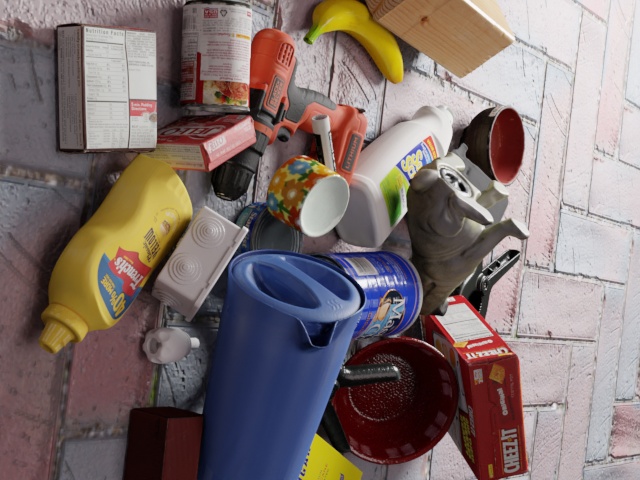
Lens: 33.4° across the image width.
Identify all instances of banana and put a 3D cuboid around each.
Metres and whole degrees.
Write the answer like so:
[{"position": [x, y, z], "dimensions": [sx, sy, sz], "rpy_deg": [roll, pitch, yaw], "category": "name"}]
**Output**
[{"position": [0.045, -0.240, 1.250], "dimensions": [0.197, 0.037, 0.070], "rpy_deg": [12, 102, -52], "category": "banana"}]

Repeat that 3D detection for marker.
[{"position": [0.007, -0.076, 1.140], "dimensions": [0.020, 0.020, 0.121], "rpy_deg": [-39, 131, -43], "category": "marker"}]

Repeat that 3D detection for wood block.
[{"position": [0.141, -0.286, 1.298], "dimensions": [0.205, 0.091, 0.090], "rpy_deg": [20, 43, -53], "category": "wood block"}]

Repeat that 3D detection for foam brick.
[{"position": [-0.150, 0.203, 1.027], "dimensions": [0.051, 0.053, 0.078], "rpy_deg": [9, 88, -53], "category": "foam brick"}]

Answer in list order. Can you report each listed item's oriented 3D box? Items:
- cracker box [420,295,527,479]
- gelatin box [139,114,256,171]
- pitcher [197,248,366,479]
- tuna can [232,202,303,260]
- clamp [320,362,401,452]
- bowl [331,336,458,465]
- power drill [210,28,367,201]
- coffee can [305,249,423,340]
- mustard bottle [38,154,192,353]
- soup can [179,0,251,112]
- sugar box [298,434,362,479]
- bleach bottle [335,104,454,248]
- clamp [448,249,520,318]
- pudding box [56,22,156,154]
[{"position": [0.194, 0.182, 1.363], "dimensions": [0.072, 0.214, 0.164], "rpy_deg": [-11, 108, -8], "category": "cracker box"}, {"position": [-0.117, -0.093, 1.004], "dimensions": [0.073, 0.089, 0.030], "rpy_deg": [-37, 122, -44], "category": "gelatin box"}, {"position": [-0.052, 0.134, 1.053], "dimensions": [0.149, 0.145, 0.243], "rpy_deg": [-33, 143, -60], "category": "pitcher"}, {"position": [-0.057, 0.001, 1.141], "dimensions": [0.085, 0.034, 0.086], "rpy_deg": [-9, 102, -52], "category": "tuna can"}, {"position": [0.002, 0.175, 1.214], "dimensions": [0.171, 0.039, 0.120], "rpy_deg": [22, 93, -29], "category": "clamp"}, {"position": [0.083, 0.187, 1.295], "dimensions": [0.162, 0.055, 0.162], "rpy_deg": [-3, 103, -12], "category": "bowl"}, {"position": [-0.032, -0.109, 1.142], "dimensions": [0.187, 0.057, 0.184], "rpy_deg": [27, 79, -52], "category": "power drill"}, {"position": [0.037, 0.063, 1.217], "dimensions": [0.140, 0.103, 0.103], "rpy_deg": [-1, 95, -53], "category": "coffee can"}, {"position": [-0.188, 0.020, 0.948], "dimensions": [0.191, 0.058, 0.096], "rpy_deg": [-58, 155, -30], "category": "mustard bottle"}, {"position": [-0.101, -0.177, 1.034], "dimensions": [0.068, 0.069, 0.102], "rpy_deg": [-2, 95, -53], "category": "soup can"}, {"position": [-0.023, 0.267, 1.210], "dimensions": [0.176, 0.048, 0.093], "rpy_deg": [48, 57, -46], "category": "sugar box"}, {"position": [0.099, -0.100, 1.314], "dimensions": [0.250, 0.068, 0.102], "rpy_deg": [-49, 136, -40], "category": "bleach bottle"}, {"position": [0.225, 0.061, 1.521], "dimensions": [0.164, 0.036, 0.210], "rpy_deg": [37, 67, -48], "category": "clamp"}, {"position": [-0.189, -0.134, 0.948], "dimensions": [0.089, 0.039, 0.113], "rpy_deg": [-7, 98, -52], "category": "pudding box"}]
